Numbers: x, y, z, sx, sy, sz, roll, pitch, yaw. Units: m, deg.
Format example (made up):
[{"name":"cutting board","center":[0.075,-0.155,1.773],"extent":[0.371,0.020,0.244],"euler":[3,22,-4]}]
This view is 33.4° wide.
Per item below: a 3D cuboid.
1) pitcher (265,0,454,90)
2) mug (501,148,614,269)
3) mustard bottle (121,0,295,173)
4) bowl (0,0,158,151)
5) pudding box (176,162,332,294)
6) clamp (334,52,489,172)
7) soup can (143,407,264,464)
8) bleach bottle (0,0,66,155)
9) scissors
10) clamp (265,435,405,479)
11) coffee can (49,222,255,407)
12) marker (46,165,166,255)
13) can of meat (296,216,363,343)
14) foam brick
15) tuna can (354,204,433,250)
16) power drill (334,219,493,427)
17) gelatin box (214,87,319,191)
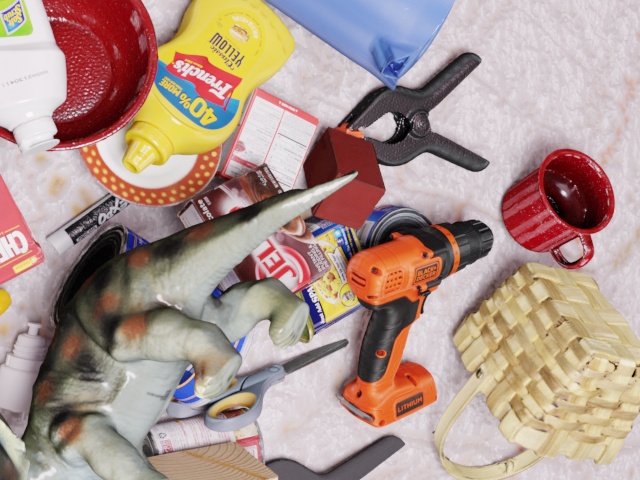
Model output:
[{"name":"pitcher","center":[0.003,-0.251,0.910],"extent":[0.242,0.149,0.145],"euler":[31,97,-5]},{"name":"mug","center":[0.246,-0.026,1.102],"extent":[0.093,0.082,0.117],"euler":[-15,78,-29]},{"name":"mustard bottle","center":[-0.107,-0.130,0.904],"extent":[0.096,0.058,0.191],"euler":[41,63,-14]},{"name":"bowl","center":[-0.212,-0.144,0.853],"extent":[0.162,0.055,0.162],"euler":[2,81,-11]},{"name":"pudding box","center":[-0.056,0.001,0.915],"extent":[0.089,0.039,0.113],"euler":[-30,84,-40]},{"name":"clamp","center":[0.098,-0.108,1.055],"extent":[0.171,0.039,0.120],"euler":[-20,100,-19]},{"name":"soup can","center":[-0.109,0.191,0.954],"extent":[0.102,0.069,0.068],"euler":[-6,98,-28]},{"name":"bleach bottle","center":[-0.262,-0.180,0.788],"extent":[0.102,0.068,0.251],"euler":[-23,89,-15]},{"name":"scissors","center":[-0.041,0.132,0.976],"extent":[0.201,0.096,0.016],"euler":[-13,112,-24]},{"name":"clamp","center":[-0.003,0.251,1.025],"extent":[0.209,0.036,0.164],"euler":[18,62,-20]},{"name":"coffee can","center":[-0.141,0.064,0.904],"extent":[0.140,0.103,0.102],"euler":[36,78,-27]},{"name":"marker","center":[-0.182,-0.030,0.919],"extent":[0.121,0.020,0.020],"euler":[-39,112,-20]},{"name":"can of meat","center":[-0.004,0.032,1.003],"extent":[0.083,0.058,0.102],"euler":[-28,108,-26]},{"name":"foam brick","center":[0.021,-0.058,0.985],"extent":[0.051,0.078,0.053],"euler":[20,125,-23]},{"name":"tuna can","center":[0.074,0.008,1.056],"extent":[0.086,0.034,0.086],"euler":[-3,97,-29]},{"name":"power drill","center":[0.089,0.074,1.022],"extent":[0.184,0.057,0.188],"euler":[-15,122,-40]},{"name":"gelatin box","center":[-0.051,-0.086,0.979],"extent":[0.073,0.030,0.089],"euler":[23,86,-29]}]
